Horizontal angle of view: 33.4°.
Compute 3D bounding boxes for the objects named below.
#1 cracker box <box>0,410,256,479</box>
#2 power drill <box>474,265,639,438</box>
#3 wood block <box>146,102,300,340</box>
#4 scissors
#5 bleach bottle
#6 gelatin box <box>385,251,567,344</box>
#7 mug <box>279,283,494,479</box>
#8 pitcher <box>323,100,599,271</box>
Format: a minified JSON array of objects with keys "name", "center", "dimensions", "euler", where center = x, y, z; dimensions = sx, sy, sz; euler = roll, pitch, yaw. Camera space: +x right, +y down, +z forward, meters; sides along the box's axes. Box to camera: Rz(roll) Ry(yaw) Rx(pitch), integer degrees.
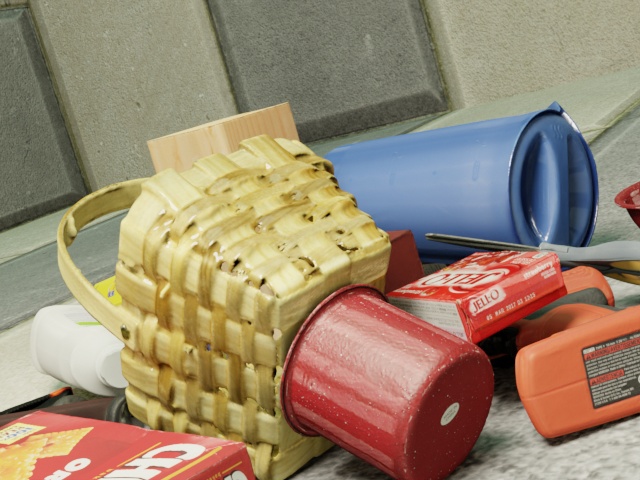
[{"name":"cracker box","center":[-0.154,0.156,0.555],"dimensions":[0.163,0.072,0.214],"euler":[-25,13,-41]},{"name":"power drill","center":[0.124,0.065,0.657],"dimensions":[0.184,0.057,0.188],"euler":[-18,9,-10]},{"name":"wood block","center":[-0.055,0.001,0.884],"dimensions":[0.090,0.206,0.090],"euler":[-8,12,41]},{"name":"scissors","center":[0.172,0.007,0.748],"dimensions":[0.202,0.016,0.096],"euler":[12,-12,9]},{"name":"bleach bottle","center":[-0.189,0.094,0.896],"dimensions":[0.102,0.068,0.251],"euler":[2,-1,-16]},{"name":"gelatin box","center":[0.093,0.032,0.644],"dimensions":[0.073,0.030,0.089],"euler":[-23,9,-22]},{"name":"mug","center":[0.044,0.086,0.585],"dimensions":[0.082,0.117,0.093],"euler":[24,76,38]},{"name":"pitcher","center":[0.105,-0.029,0.933],"dimensions":[0.243,0.145,0.149],"euler":[-1,19,45]}]
